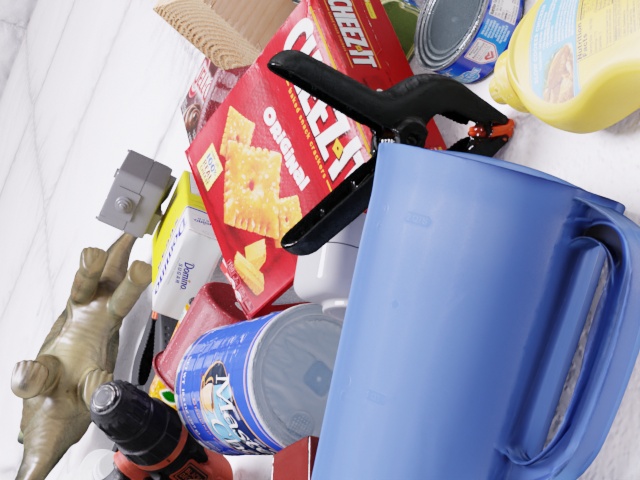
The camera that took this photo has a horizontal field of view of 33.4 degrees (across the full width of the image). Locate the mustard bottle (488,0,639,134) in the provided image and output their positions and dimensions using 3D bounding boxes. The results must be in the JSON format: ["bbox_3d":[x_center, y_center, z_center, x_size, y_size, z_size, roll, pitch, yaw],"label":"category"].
[{"bbox_3d":[0.156,-0.109,0.576,0.192,0.058,0.096,-20,58,59],"label":"mustard bottle"}]

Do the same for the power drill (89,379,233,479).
[{"bbox_3d":[-0.175,0.200,0.830,0.187,0.184,0.057,-37,49,-1],"label":"power drill"}]

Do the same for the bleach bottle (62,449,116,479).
[{"bbox_3d":[-0.242,0.274,1.091,0.251,0.068,0.102,124,148,-47],"label":"bleach bottle"}]

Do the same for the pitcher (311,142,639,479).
[{"bbox_3d":[0.072,0.077,0.560,0.149,0.145,0.243,-7,-68,-84],"label":"pitcher"}]

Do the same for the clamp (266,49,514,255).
[{"bbox_3d":[0.042,-0.051,0.656,0.039,0.171,0.120,30,116,61],"label":"clamp"}]

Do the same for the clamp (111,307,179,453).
[{"bbox_3d":[-0.181,0.170,1.106,0.165,0.036,0.210,-19,61,60],"label":"clamp"}]

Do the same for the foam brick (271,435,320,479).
[{"bbox_3d":[0.012,0.161,0.675,0.051,0.078,0.053,-36,44,50],"label":"foam brick"}]

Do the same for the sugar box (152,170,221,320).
[{"bbox_3d":[-0.136,0.002,1.079,0.093,0.048,0.176,-64,15,16],"label":"sugar box"}]

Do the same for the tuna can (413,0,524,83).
[{"bbox_3d":[0.102,-0.153,0.739,0.086,0.033,0.086,-42,39,47],"label":"tuna can"}]

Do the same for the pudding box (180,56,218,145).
[{"bbox_3d":[-0.116,-0.155,1.173,0.090,0.039,0.113,-61,28,23],"label":"pudding box"}]

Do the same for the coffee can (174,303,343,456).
[{"bbox_3d":[-0.033,0.104,0.772,0.141,0.102,0.103,-20,57,60],"label":"coffee can"}]

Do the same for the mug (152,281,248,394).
[{"bbox_3d":[-0.079,0.087,0.910,0.081,0.093,0.117,-60,-8,15],"label":"mug"}]

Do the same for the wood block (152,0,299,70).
[{"bbox_3d":[-0.049,-0.267,0.973,0.090,0.090,0.206,3,58,57],"label":"wood block"}]

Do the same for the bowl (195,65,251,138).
[{"bbox_3d":[-0.065,-0.123,1.032,0.162,0.055,0.162,-42,39,47],"label":"bowl"}]

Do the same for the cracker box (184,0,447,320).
[{"bbox_3d":[-0.010,-0.057,0.803,0.214,0.071,0.164,-44,61,47],"label":"cracker box"}]
